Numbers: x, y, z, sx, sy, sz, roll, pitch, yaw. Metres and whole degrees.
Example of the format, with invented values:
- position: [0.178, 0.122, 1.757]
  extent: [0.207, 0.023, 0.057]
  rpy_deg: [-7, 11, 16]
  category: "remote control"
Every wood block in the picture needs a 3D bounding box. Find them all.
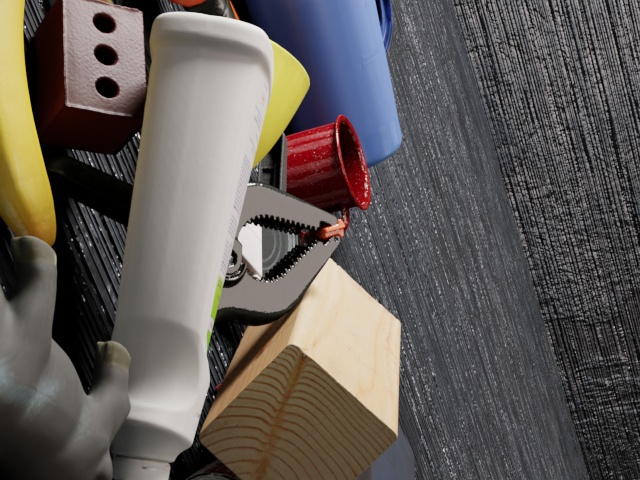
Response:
- position: [-0.006, 0.093, 0.736]
  extent: [0.090, 0.091, 0.206]
  rpy_deg: [42, 14, -6]
  category: "wood block"

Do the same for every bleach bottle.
- position: [-0.078, 0.012, 0.580]
  extent: [0.102, 0.068, 0.251]
  rpy_deg: [92, 7, -77]
  category: "bleach bottle"

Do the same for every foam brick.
- position: [-0.137, -0.098, 0.633]
  extent: [0.052, 0.051, 0.078]
  rpy_deg: [6, 65, -32]
  category: "foam brick"

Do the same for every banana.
- position: [-0.168, -0.094, 0.575]
  extent: [0.069, 0.037, 0.198]
  rpy_deg: [23, 57, -53]
  category: "banana"

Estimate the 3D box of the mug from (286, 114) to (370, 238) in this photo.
- position: [-0.004, -0.053, 1.012]
  extent: [0.093, 0.082, 0.117]
  rpy_deg: [40, 40, -63]
  category: "mug"

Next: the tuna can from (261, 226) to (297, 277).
- position: [-0.055, 0.001, 0.834]
  extent: [0.085, 0.034, 0.086]
  rpy_deg: [7, 81, -53]
  category: "tuna can"

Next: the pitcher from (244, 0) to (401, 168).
- position: [0.011, -0.199, 1.084]
  extent: [0.145, 0.149, 0.243]
  rpy_deg: [-96, 170, -67]
  category: "pitcher"

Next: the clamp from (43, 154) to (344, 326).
- position: [-0.074, 0.005, 0.667]
  extent: [0.209, 0.036, 0.164]
  rpy_deg: [-24, 98, -38]
  category: "clamp"
